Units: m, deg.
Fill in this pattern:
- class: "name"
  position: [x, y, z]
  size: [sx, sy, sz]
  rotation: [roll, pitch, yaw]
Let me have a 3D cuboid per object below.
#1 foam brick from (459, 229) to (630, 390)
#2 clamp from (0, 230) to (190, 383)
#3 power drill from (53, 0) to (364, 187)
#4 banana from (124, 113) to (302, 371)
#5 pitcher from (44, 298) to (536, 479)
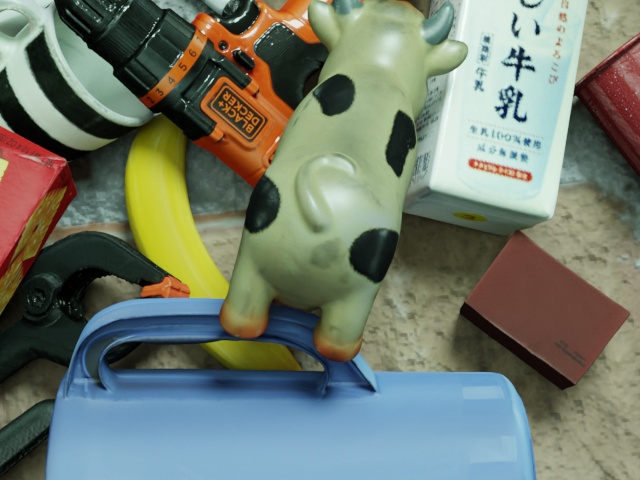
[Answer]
- class: "foam brick"
  position: [0.125, 0.041, 0.606]
  size: [0.078, 0.051, 0.053]
  rotation: [38, 84, 9]
- class: "clamp"
  position: [-0.160, 0.046, 0.617]
  size: [0.172, 0.039, 0.120]
  rotation: [3, 87, 22]
- class: "power drill"
  position: [-0.035, -0.143, 0.617]
  size: [0.184, 0.057, 0.187]
  rotation: [40, 82, -23]
- class: "banana"
  position: [-0.073, 0.003, 0.632]
  size: [0.069, 0.037, 0.198]
  rotation: [-20, 79, 2]
- class: "pitcher"
  position: [-0.016, 0.118, 0.558]
  size: [0.243, 0.149, 0.145]
  rotation: [-3, 64, -1]
